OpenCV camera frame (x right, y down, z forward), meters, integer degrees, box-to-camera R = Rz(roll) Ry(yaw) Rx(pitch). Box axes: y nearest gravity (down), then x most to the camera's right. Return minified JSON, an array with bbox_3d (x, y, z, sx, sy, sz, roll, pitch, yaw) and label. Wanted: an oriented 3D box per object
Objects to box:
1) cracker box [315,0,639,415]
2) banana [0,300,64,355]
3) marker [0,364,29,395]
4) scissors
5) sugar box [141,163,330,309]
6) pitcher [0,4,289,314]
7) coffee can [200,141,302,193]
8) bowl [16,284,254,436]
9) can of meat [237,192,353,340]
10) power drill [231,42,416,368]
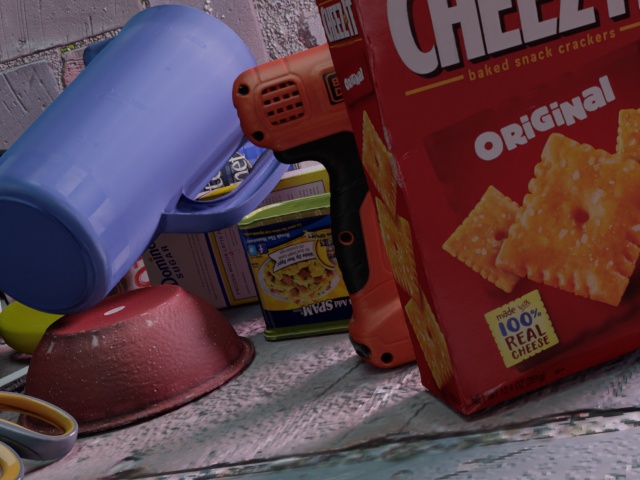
[{"bbox_3d":[0.106,-0.045,0.518,0.164,0.214,0.072,-18,11,-12],"label":"cracker box"},{"bbox_3d":[-0.211,0.065,0.855,0.198,0.037,0.069,4,46,50],"label":"banana"},{"bbox_3d":[-0.212,0.101,0.756,0.020,0.020,0.120,-6,15,42],"label":"marker"},{"bbox_3d":[-0.237,0.099,0.587,0.201,0.016,0.096,11,25,-5],"label":"scissors"},{"bbox_3d":[-0.055,0.001,0.842,0.176,0.093,0.048,-11,11,24],"label":"sugar box"},{"bbox_3d":[-0.133,-0.056,0.758,0.149,0.145,0.242,-15,28,33],"label":"pitcher"},{"bbox_3d":[-0.089,-0.057,1.156,0.140,0.103,0.103,-15,11,3],"label":"coffee can"},{"bbox_3d":[-0.127,0.070,0.698,0.162,0.055,0.162,-15,11,3],"label":"bowl"},{"bbox_3d":[0.000,0.015,0.716,0.102,0.084,0.057,-10,12,29],"label":"can of meat"},{"bbox_3d":[0.061,-0.035,0.605,0.184,0.187,0.057,-18,9,-1],"label":"power drill"}]
